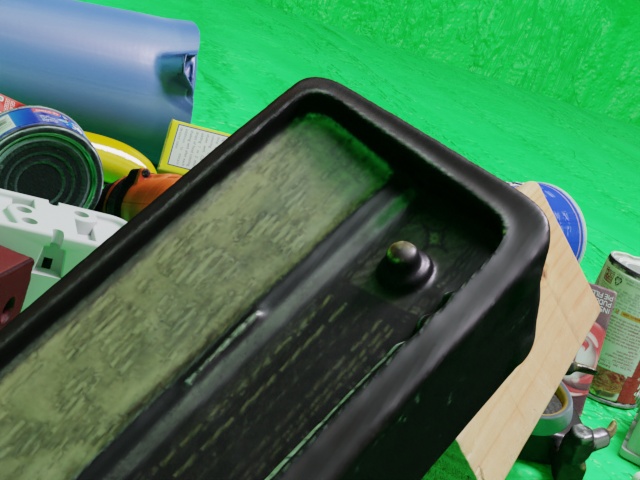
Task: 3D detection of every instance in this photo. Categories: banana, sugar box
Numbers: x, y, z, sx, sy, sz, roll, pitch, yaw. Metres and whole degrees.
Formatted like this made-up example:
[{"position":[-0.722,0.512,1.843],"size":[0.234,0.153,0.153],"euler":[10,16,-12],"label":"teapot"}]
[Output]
[{"position":[-0.205,-0.066,0.833],"size":[0.197,0.037,0.070],"euler":[8,20,-37],"label":"banana"},{"position":[-0.028,-0.036,0.787],"size":[0.176,0.048,0.093],"euler":[16,-12,-1],"label":"sugar box"}]

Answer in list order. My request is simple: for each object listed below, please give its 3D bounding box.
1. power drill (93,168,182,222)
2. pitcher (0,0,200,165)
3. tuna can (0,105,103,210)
[{"position":[-0.055,0.001,0.725],"size":[0.187,0.057,0.185],"euler":[16,-3,-25],"label":"power drill"},{"position":[-0.237,-0.146,0.926],"size":[0.242,0.149,0.145],"euler":[10,34,-24],"label":"pitcher"},{"position":[-0.186,-0.042,0.693],"size":[0.086,0.086,0.034],"euler":[9,22,-34],"label":"tuna can"}]
